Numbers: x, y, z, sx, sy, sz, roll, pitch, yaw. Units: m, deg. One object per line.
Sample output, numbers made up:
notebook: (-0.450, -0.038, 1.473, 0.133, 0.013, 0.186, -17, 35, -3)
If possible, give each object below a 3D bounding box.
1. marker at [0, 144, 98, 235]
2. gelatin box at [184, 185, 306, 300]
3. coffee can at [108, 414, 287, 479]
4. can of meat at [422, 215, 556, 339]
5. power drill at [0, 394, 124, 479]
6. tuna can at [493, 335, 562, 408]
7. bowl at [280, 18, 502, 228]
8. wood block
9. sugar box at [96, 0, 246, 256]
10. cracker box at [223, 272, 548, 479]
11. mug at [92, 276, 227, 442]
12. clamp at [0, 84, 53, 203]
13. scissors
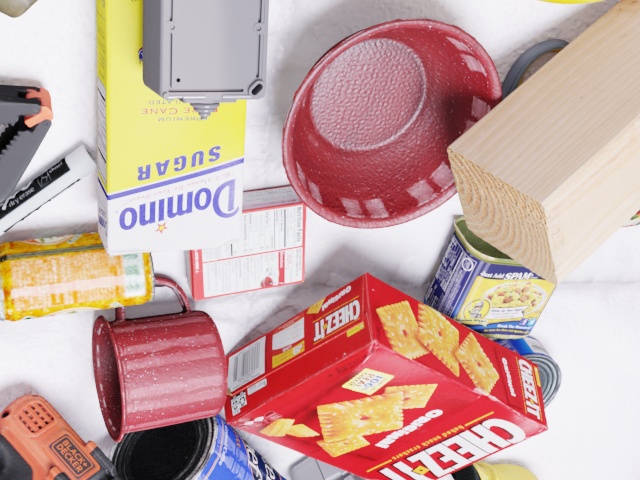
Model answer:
marker: (-0.202, -0.023, 0.716, 0.121, 0.020, 0.020, -34, 130, 4)
gelatin box: (-0.055, 0.001, 0.787, 0.089, 0.030, 0.073, -9, 126, -15)
coffee can: (-0.092, 0.204, 0.872, 0.103, 0.103, 0.140, -34, 129, 4)
can of meat: (0.143, 0.033, 0.873, 0.102, 0.057, 0.084, 5, 124, -24)
power drill: (-0.211, 0.216, 0.738, 0.187, 0.184, 0.057, -32, 159, -42)
tuna can: (0.173, 0.127, 0.968, 0.086, 0.034, 0.086, -11, 128, -15)
bowl: (0.043, -0.089, 0.744, 0.162, 0.055, 0.162, -11, 127, -15)
wood block: (0.198, -0.079, 0.749, 0.206, 0.091, 0.090, -40, 139, -16)
sugar box: (-0.095, -0.079, 0.684, 0.093, 0.048, 0.176, -6, 114, -19)
cracker box: (0.053, 0.125, 0.860, 0.213, 0.072, 0.164, 30, 132, -35)
mug: (-0.121, 0.085, 0.793, 0.081, 0.093, 0.117, -7, 90, -23)
clamp: (-0.267, -0.046, 0.662, 0.210, 0.036, 0.164, -31, 130, 6)
scissors: (0.119, -0.089, 0.801, 0.201, 0.016, 0.096, -18, 127, -9)
